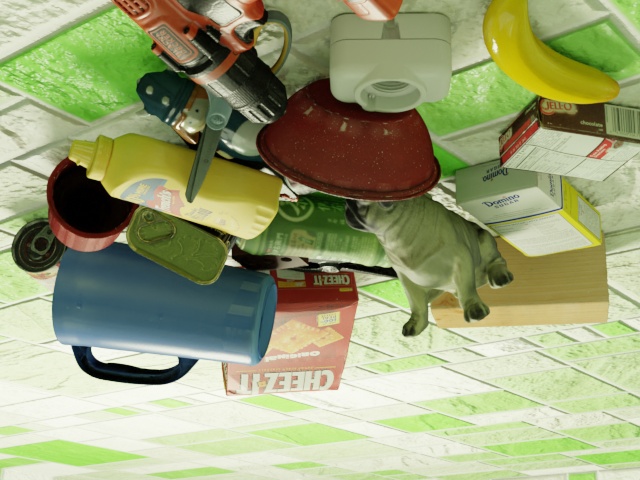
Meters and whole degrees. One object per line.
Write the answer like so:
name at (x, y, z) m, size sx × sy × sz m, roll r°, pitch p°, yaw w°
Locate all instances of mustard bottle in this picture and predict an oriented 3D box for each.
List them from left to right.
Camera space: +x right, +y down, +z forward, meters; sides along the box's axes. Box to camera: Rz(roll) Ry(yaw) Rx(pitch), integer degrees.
mustard bottle at (-0.138, -0.056, 0.990) m, size 0.191 × 0.058 × 0.096 m, roll 18°, pitch 160°, yaw -20°

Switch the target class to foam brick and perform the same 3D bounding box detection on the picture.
foam brick at (-0.058, 0.002, 1.237) m, size 0.078 × 0.051 × 0.053 m, roll -8°, pitch 157°, yaw 23°

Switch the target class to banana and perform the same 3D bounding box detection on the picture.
banana at (0.177, -0.148, 0.849) m, size 0.070 × 0.037 × 0.197 m, roll -10°, pitch 156°, yaw 30°

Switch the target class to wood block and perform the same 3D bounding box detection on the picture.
wood block at (0.240, 0.050, 1.292) m, size 0.206 × 0.091 × 0.090 m, roll -4°, pitch 159°, yaw 12°

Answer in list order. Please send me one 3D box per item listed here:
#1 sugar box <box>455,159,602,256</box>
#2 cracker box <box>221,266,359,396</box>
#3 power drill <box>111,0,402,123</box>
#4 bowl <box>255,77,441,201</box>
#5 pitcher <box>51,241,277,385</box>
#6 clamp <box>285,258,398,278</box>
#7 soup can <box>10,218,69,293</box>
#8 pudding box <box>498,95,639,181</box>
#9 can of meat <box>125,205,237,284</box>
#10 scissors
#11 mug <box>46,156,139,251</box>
sugar box at (0.223, -0.035, 1.134) m, size 0.093 × 0.048 × 0.176 m, roll -12°, pitch 152°, yaw 32°
cracker box at (-0.045, 0.123, 1.423) m, size 0.164 × 0.072 × 0.214 m, roll -1°, pitch 139°, yaw -9°
power drill at (-0.037, -0.163, 0.758) m, size 0.188 × 0.057 × 0.184 m, roll -17°, pitch 140°, yaw 35°
bowl at (0.029, -0.095, 0.900) m, size 0.162 × 0.162 × 0.055 m, roll 5°, pitch 120°, yaw -10°
pitcher at (-0.179, 0.084, 1.243) m, size 0.243 × 0.145 × 0.149 m, roll 9°, pitch 150°, yaw 7°
clamp at (0.022, 0.022, 1.306) m, size 0.172 × 0.039 × 0.120 m, roll 0°, pitch 156°, yaw 22°
soup can at (-0.321, 0.023, 1.290) m, size 0.068 × 0.068 × 0.102 m, roll -2°, pitch 160°, yaw 9°
pudding box at (0.234, -0.094, 0.989) m, size 0.113 × 0.039 × 0.090 m, roll 8°, pitch 159°, yaw -13°
can of meat at (-0.134, -0.013, 1.083) m, size 0.102 × 0.084 × 0.057 m, roll 27°, pitch 118°, yaw -2°
scissors at (-0.098, -0.116, 0.876) m, size 0.096 × 0.016 × 0.202 m, roll 26°, pitch 125°, yaw -23°
mug at (-0.228, -0.042, 1.106) m, size 0.117 × 0.093 × 0.082 m, roll -30°, pitch 176°, yaw -23°
